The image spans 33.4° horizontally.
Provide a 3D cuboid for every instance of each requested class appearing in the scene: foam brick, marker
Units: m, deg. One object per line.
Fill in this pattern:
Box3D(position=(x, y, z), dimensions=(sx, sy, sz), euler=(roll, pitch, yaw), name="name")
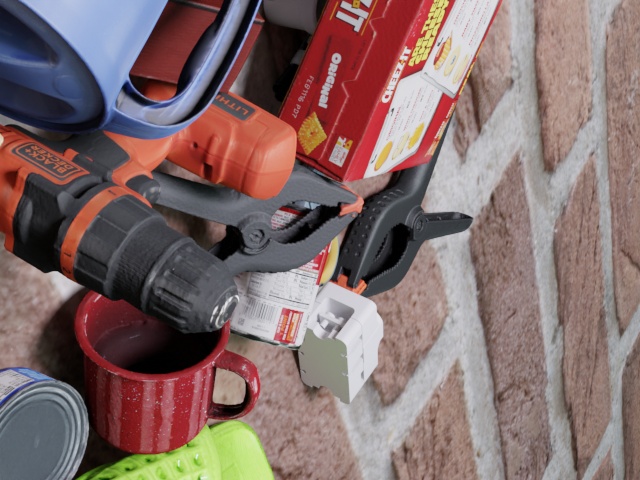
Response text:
Box3D(position=(-0.084, -0.126, 0.623), dimensions=(0.078, 0.053, 0.051), euler=(6, 123, -38), name="foam brick")
Box3D(position=(-0.001, -0.151, 0.805), dimensions=(0.121, 0.020, 0.020), euler=(-59, 145, -23), name="marker")

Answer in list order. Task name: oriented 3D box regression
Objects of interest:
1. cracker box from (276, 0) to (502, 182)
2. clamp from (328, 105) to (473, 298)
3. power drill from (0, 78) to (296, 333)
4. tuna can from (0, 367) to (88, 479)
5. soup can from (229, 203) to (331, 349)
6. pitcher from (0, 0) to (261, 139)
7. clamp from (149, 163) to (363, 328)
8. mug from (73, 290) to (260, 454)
Box3D(position=(0.057, -0.137, 0.788), dimensions=(0.164, 0.072, 0.213), euler=(-66, 164, 16), name="cracker box")
Box3D(position=(0.080, -0.015, 0.975), dimensions=(0.209, 0.036, 0.164), euler=(-53, 142, -27), name="clamp")
Box3D(position=(-0.089, -0.032, 0.586), dimensions=(0.187, 0.184, 0.057), euler=(-35, 151, -57), name="power drill")
Box3D(position=(-0.180, 0.119, 0.632), dimensions=(0.085, 0.034, 0.086), euler=(-30, 127, -49), name="tuna can")
Box3D(position=(-0.032, 0.023, 0.788), dimensions=(0.068, 0.069, 0.102), euler=(16, 90, -58), name="soup can")
Box3D(position=(-0.102, -0.177, 0.531), dimensions=(0.242, 0.145, 0.149), euler=(-64, 154, -22), name="pitcher")
Box3D(position=(-0.055, 0.001, 0.719), dimensions=(0.171, 0.039, 0.120), euler=(-6, 123, -21), name="clamp")
Box3D(position=(-0.094, 0.081, 0.665), dimensions=(0.093, 0.117, 0.081), euler=(-73, 175, -49), name="mug")
